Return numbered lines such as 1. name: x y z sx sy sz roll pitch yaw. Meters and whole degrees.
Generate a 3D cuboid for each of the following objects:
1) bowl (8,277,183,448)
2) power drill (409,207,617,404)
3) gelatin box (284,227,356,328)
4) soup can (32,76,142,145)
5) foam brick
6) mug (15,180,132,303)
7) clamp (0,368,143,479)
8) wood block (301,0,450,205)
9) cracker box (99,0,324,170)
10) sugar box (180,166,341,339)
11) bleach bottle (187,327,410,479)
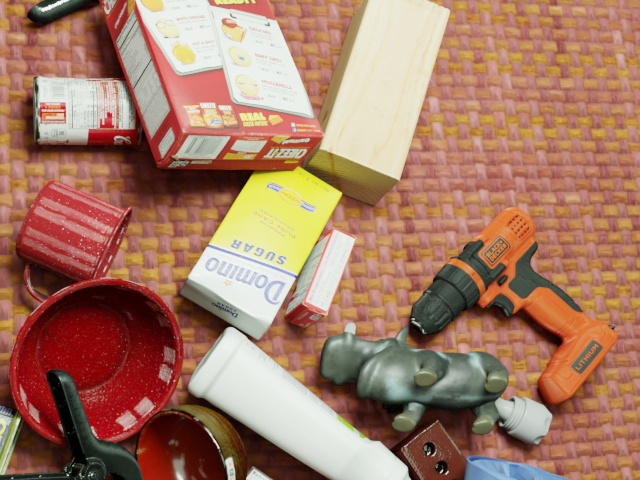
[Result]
1. bowl: -0.210 0.106 0.981 0.161 0.055 0.162 -7 106 -27
2. power drill: 0.207 0.081 1.127 0.187 0.057 0.184 47 69 0
3. gelatin box: 0.000 0.039 1.070 0.030 0.073 0.089 25 69 -10
4. soup can: -0.230 -0.128 1.052 0.102 0.069 0.068 -1 76 -16
5. foam brick: 0.112 0.227 1.062 0.053 0.051 0.078 -34 87 -21
6. mug: -0.239 0.005 1.007 0.081 0.093 0.117 24 89 -4
7. clamp: -0.210 0.194 0.946 0.171 0.039 0.120 39 72 -39
8. wood block: 0.058 -0.156 1.132 0.090 0.091 0.206 21 71 -9
9. cracker box: -0.110 -0.172 1.054 0.163 0.072 0.214 -4 61 -38
10. sugar box: -0.057 0.001 1.062 0.093 0.048 0.176 30 56 -4
11. bleach bottle: -0.006 0.182 1.014 0.251 0.102 0.068 37 92 -3
